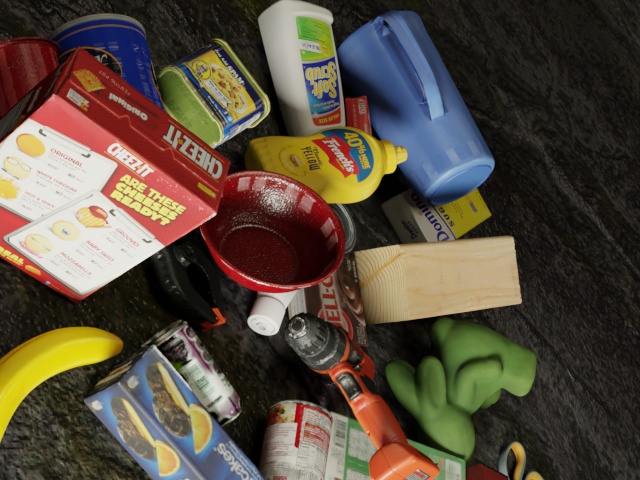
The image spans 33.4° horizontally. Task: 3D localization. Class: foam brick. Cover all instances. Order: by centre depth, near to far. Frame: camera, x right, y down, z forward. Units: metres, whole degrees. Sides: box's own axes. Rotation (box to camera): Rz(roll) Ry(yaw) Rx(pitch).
[{"bbox_3d":[0.172,0.297,1.225,0.051,0.078,0.053,30,45,-32],"label":"foam brick"}]

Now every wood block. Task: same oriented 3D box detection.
[{"bbox_3d":[0.143,0.047,1.309,0.205,0.091,0.090,-4,86,-41],"label":"wood block"}]

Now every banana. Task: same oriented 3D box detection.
[{"bbox_3d":[-0.244,0.120,0.913,0.197,0.037,0.069,-49,122,-49],"label":"banana"}]

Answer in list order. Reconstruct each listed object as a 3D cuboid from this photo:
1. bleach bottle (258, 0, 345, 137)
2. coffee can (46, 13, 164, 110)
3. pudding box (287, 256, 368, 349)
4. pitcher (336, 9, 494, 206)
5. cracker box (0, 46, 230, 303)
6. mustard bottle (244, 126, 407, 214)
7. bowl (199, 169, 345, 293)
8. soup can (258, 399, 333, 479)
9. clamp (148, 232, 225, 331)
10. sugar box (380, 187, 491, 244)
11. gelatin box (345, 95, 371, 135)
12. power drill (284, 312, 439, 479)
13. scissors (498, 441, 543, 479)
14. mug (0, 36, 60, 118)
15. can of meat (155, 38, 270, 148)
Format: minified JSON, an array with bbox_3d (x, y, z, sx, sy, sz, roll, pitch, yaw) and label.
[{"bbox_3d":[-0.008,-0.176,1.344,0.102,0.068,0.251,5,65,-46],"label":"bleach bottle"},{"bbox_3d":[-0.209,-0.138,1.060,0.102,0.103,0.140,2,65,-47],"label":"coffee can"},{"bbox_3d":[0.005,0.070,1.216,0.089,0.039,0.113,15,56,-42],"label":"pudding box"},{"bbox_3d":[0.126,-0.174,1.390,0.149,0.145,0.243,-1,58,-53],"label":"pitcher"},{"bbox_3d":[-0.208,-0.047,0.912,0.164,0.214,0.072,37,43,-27],"label":"cracker box"},{"bbox_3d":[0.014,-0.087,1.247,0.191,0.058,0.096,-11,60,-22],"label":"mustard bottle"},{"bbox_3d":[-0.057,0.001,1.132,0.162,0.055,0.162,12,47,-14],"label":"bowl"},{"bbox_3d":[-0.026,0.219,1.061,0.068,0.069,0.102,35,45,-29],"label":"soup can"},{"bbox_3d":[-0.154,0.014,1.074,0.120,0.039,0.171,-19,81,-53],"label":"clamp"},{"bbox_3d":[0.161,-0.041,1.456,0.175,0.048,0.093,-30,90,-53],"label":"sugar box"},{"bbox_3d":[0.052,-0.130,1.367,0.089,0.030,0.073,78,8,-58],"label":"gelatin box"},{"bbox_3d":[0.042,0.167,1.099,0.188,0.057,0.184,60,9,30],"label":"power drill"},{"bbox_3d":[0.244,0.344,1.325,0.096,0.016,0.201,40,42,-24],"label":"scissors"},{"bbox_3d":[-0.289,-0.130,0.989,0.117,0.093,0.081,-14,81,-19],"label":"mug"},{"bbox_3d":[-0.117,-0.153,1.131,0.102,0.058,0.083,53,44,-3],"label":"can of meat"}]
